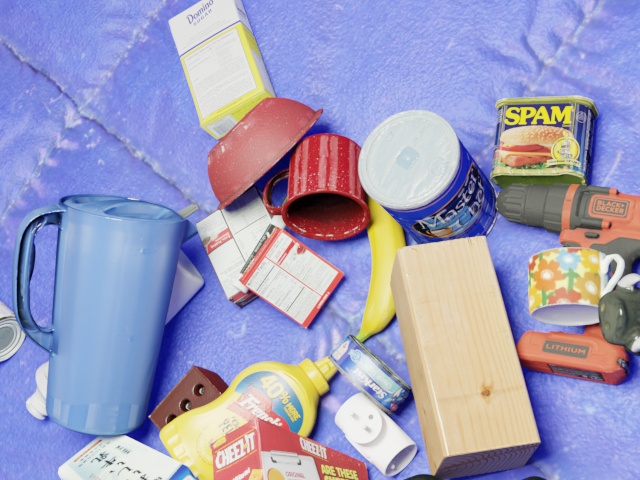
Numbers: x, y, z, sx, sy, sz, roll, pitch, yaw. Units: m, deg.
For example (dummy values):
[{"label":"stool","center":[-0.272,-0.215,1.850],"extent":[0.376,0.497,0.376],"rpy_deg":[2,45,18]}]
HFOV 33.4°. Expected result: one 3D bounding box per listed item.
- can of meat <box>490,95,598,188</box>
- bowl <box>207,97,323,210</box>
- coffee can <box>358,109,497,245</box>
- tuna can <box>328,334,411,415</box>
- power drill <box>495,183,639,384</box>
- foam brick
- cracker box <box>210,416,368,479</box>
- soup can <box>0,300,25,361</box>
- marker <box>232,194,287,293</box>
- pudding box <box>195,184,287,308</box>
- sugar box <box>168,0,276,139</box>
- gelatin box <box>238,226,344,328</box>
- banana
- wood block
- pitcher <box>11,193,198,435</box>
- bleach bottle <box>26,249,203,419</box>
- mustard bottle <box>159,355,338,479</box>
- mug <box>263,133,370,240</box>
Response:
[{"label":"can of meat","center":[0.226,-0.097,1.086],"extent":[0.102,0.057,0.084],"rpy_deg":[2,73,26]},{"label":"bowl","center":[-0.073,-0.107,1.177],"extent":[0.162,0.162,0.055],"rpy_deg":[-44,100,5]},{"label":"coffee can","center":[0.111,-0.055,1.075],"extent":[0.103,0.140,0.103],"rpy_deg":[-9,66,22]},{"label":"tuna can","center":[0.050,0.133,1.063],"extent":[0.034,0.086,0.086],"rpy_deg":[-48,58,0]},{"label":"power drill","center":[0.242,0.034,1.024],"extent":[0.185,0.057,0.187],"rpy_deg":[8,74,28]},{"label":"foam brick","center":[-0.134,0.183,1.153],"extent":[0.078,0.051,0.053],"rpy_deg":[-49,58,1]},{"label":"cracker box","center":[-0.017,0.288,0.964],"extent":[0.072,0.164,0.214],"rpy_deg":[-32,47,27]},{"label":"soup can","center":[-0.420,0.098,1.317],"extent":[0.102,0.068,0.068],"rpy_deg":[33,87,31]},{"label":"marker","center":[-0.058,0.001,1.163],"extent":[0.020,0.020,0.121],"rpy_deg":[26,81,31]},{"label":"pudding box","center":[-0.081,0.006,1.205],"extent":[0.090,0.039,0.113],"rpy_deg":[-32,63,8]},{"label":"sugar box","center":[-0.121,-0.220,1.310],"extent":[0.093,0.048,0.176],"rpy_deg":[-27,57,14]},{"label":"gelatin box","center":[-0.032,0.039,1.143],"extent":[0.073,0.089,0.030],"rpy_deg":[-55,14,-3]},{"label":"banana","center":[0.059,0.014,1.134],"extent":[0.070,0.037,0.198],"rpy_deg":[-7,67,24]},{"label":"wood block","center":[0.132,0.111,1.014],"extent":[0.090,0.090,0.206],"rpy_deg":[-8,64,-6]},{"label":"pitcher","center":[-0.232,0.075,1.123],"extent":[0.149,0.144,0.243],"rpy_deg":[13,100,16]},{"label":"bleach bottle","center":[-0.252,0.104,1.237],"extent":[0.251,0.068,0.103],"rpy_deg":[-46,55,6]},{"label":"mustard bottle","center":[-0.062,0.181,1.098],"extent":[0.191,0.058,0.096],"rpy_deg":[-35,81,-11]},{"label":"mug","center":[-0.004,-0.056,1.129],"extent":[0.117,0.093,0.081],"rpy_deg":[-10,55,17]}]
